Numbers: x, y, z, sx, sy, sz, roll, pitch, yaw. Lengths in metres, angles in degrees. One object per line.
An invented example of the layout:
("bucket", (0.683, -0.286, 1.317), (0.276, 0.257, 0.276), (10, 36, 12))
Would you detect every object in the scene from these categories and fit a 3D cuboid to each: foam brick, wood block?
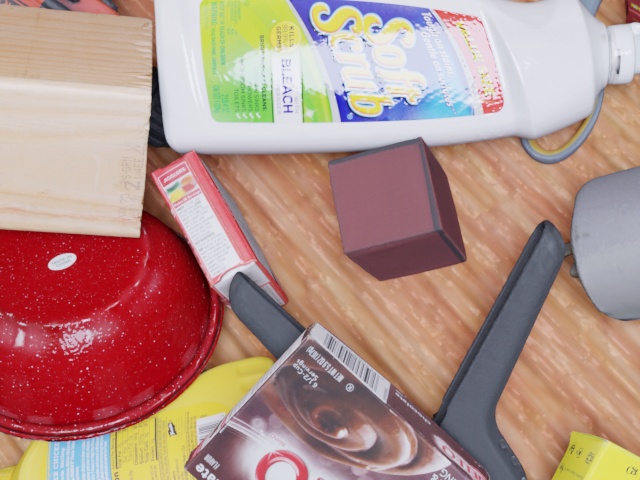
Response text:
("foam brick", (0.042, -0.015, 0.569), (0.051, 0.078, 0.053), (-15, 73, 14))
("wood block", (-0.193, -0.067, 0.551), (0.206, 0.090, 0.091), (4, 35, -10))

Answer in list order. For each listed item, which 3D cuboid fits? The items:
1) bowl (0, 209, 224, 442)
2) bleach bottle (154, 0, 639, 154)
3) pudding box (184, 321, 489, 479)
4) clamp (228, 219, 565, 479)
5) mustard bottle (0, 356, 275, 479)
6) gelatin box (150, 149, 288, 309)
("bowl", (-0.135, 0.027, 0.582), (0.162, 0.055, 0.162), (-1, 48, 1))
("bleach bottle", (0.043, -0.100, 0.565), (0.251, 0.068, 0.102), (-3, 95, 7))
("pudding box", (0.009, 0.107, 0.495), (0.113, 0.039, 0.090), (43, 103, 1))
("clamp", (0.041, 0.098, 0.529), (0.164, 0.036, 0.210), (-3, 95, 3))
("mustard bottle", (-0.105, 0.130, 0.585), (0.192, 0.058, 0.096), (-14, 66, 12))
("gelatin box", (-0.054, 0.001, 0.586), (0.030, 0.089, 0.073), (-30, 70, 0))
